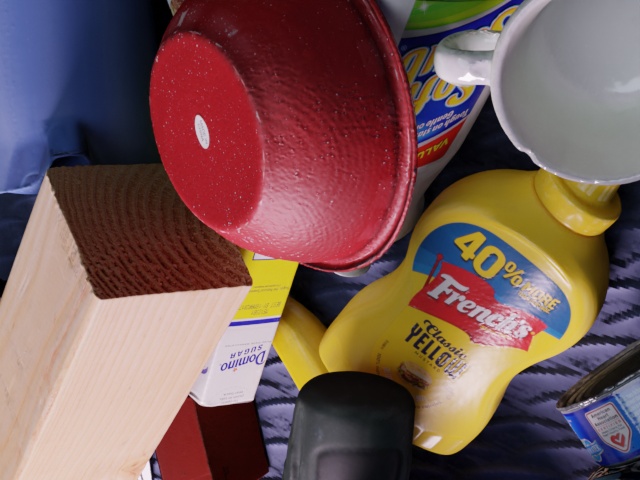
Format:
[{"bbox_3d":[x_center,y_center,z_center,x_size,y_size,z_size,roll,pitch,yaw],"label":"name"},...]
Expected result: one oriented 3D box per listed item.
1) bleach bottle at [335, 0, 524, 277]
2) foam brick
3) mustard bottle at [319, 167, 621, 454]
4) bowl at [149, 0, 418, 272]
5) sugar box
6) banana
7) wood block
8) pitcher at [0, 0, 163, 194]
[{"bbox_3d":[0.046,-0.084,0.504,0.068,0.102,0.251,54,143,37],"label":"bleach bottle"},{"bbox_3d":[-0.076,0.125,0.699,0.051,0.052,0.078,-1,105,40],"label":"foam brick"},{"bbox_3d":[0.083,0.022,0.524,0.096,0.058,0.192,40,127,3],"label":"mustard bottle"},{"bbox_3d":[-0.030,-0.054,0.483,0.162,0.055,0.162,29,129,44],"label":"bowl"},{"bbox_3d":[-0.054,0.001,0.620,0.093,0.048,0.176,47,126,43],"label":"sugar box"},{"bbox_3d":[0.012,0.120,0.635,0.070,0.037,0.198,-12,98,42],"label":"banana"},{"bbox_3d":[-0.129,0.058,0.615,0.090,0.090,0.206,61,138,29],"label":"wood block"},{"bbox_3d":[-0.164,-0.151,0.626,0.149,0.144,0.243,3,102,30],"label":"pitcher"}]
